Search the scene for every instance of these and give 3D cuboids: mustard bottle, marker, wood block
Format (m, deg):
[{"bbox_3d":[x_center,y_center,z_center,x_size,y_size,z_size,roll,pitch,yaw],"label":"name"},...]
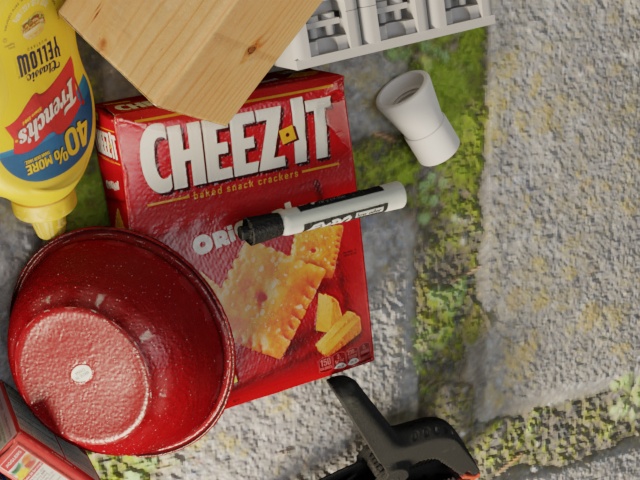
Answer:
[{"bbox_3d":[-0.180,-0.083,0.641,0.096,0.058,0.192,-45,142,-44],"label":"mustard bottle"},{"bbox_3d":[0.002,-0.018,0.704,0.120,0.020,0.020,-14,109,-25],"label":"marker"},{"bbox_3d":[-0.040,-0.177,0.607,0.206,0.090,0.090,-51,162,13],"label":"wood block"}]

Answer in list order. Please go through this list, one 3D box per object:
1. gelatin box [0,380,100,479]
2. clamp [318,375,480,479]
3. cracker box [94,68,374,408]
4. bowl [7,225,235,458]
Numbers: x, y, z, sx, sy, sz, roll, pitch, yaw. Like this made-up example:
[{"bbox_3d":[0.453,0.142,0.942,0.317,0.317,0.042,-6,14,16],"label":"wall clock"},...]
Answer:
[{"bbox_3d":[-0.184,0.137,0.695,0.030,0.089,0.073,-49,118,-6],"label":"gelatin box"},{"bbox_3d":[0.039,0.181,0.829,0.209,0.036,0.165,18,117,-42],"label":"clamp"},{"bbox_3d":[-0.055,0.001,0.733,0.164,0.072,0.214,-14,108,-23],"label":"cracker box"},{"bbox_3d":[-0.137,0.075,0.669,0.162,0.055,0.162,5,108,15],"label":"bowl"}]
